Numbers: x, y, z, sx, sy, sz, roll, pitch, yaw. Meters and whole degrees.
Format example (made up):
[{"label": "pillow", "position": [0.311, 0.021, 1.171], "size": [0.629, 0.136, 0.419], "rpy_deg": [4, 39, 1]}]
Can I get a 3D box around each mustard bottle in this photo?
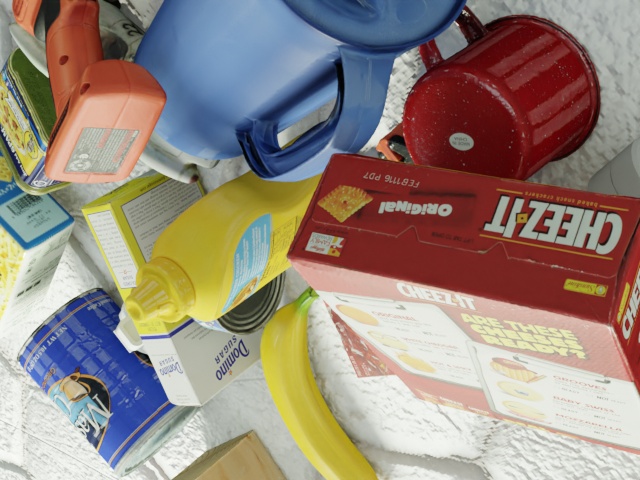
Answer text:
[{"label": "mustard bottle", "position": [-0.055, 0.001, 0.707], "size": [0.058, 0.191, 0.096], "rpy_deg": [36, 135, 18]}]

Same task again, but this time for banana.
[{"label": "banana", "position": [-0.005, 0.131, 0.856], "size": [0.070, 0.037, 0.198], "rpy_deg": [-4, 112, 43]}]

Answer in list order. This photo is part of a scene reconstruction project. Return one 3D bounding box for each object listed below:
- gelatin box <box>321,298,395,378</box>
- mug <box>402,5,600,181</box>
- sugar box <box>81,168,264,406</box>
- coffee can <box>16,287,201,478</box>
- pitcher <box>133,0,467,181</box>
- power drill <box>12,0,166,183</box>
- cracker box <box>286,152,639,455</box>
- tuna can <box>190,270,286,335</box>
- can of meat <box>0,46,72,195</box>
[{"label": "gelatin box", "position": [0.043, 0.054, 0.773], "size": [0.073, 0.030, 0.089], "rpy_deg": [-12, 107, 44]}, {"label": "mug", "position": [0.094, -0.083, 0.609], "size": [0.093, 0.081, 0.117], "rpy_deg": [-25, 97, 46]}, {"label": "sugar box", "position": [-0.111, 0.033, 0.847], "size": [0.048, 0.093, 0.176], "rpy_deg": [-5, 111, 43]}, {"label": "coffee can", "position": [-0.189, 0.127, 0.964], "size": [0.140, 0.102, 0.103], "rpy_deg": [46, 136, 10]}, {"label": "pitcher", "position": [-0.027, -0.121, 0.625], "size": [0.145, 0.149, 0.243], "rpy_deg": [45, 152, -9]}, {"label": "power drill", "position": [-0.145, -0.145, 0.670], "size": [0.185, 0.057, 0.188], "rpy_deg": [-52, 46, 50]}, {"label": "cracker box", "position": [0.103, 0.040, 0.573], "size": [0.164, 0.072, 0.213], "rpy_deg": [11, 158, 29]}, {"label": "tuna can", "position": [-0.067, 0.028, 0.811], "size": [0.034, 0.086, 0.086], "rpy_deg": [6, 119, 40]}, {"label": "can of meat", "position": [-0.228, -0.101, 0.876], "size": [0.084, 0.057, 0.102], "rpy_deg": [-35, 80, 54]}]
